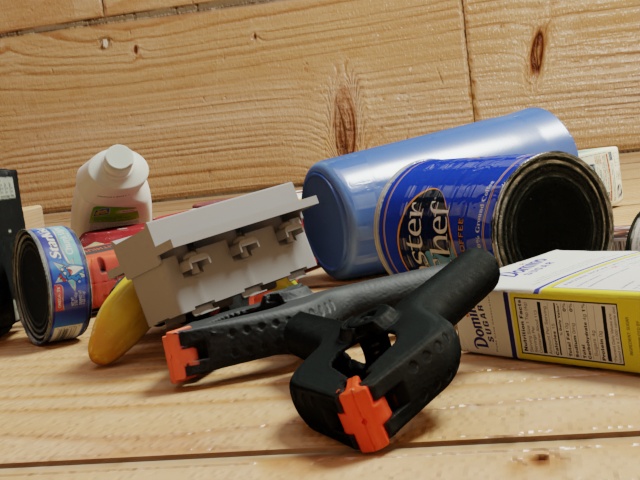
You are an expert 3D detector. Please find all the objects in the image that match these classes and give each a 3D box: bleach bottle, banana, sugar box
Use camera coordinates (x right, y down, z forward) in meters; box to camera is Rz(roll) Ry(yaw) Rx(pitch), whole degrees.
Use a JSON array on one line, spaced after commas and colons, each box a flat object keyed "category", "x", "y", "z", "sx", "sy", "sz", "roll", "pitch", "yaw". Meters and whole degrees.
[{"category": "bleach bottle", "x": -0.233, "y": -0.044, "z": 1.228, "sx": 0.102, "sy": 0.068, "sz": 0.251, "roll": -10, "pitch": -18, "yaw": -19}, {"category": "banana", "x": -0.084, "y": 0.032, "z": 0.738, "sx": 0.197, "sy": 0.070, "sz": 0.037, "roll": -13, "pitch": -27, "yaw": -43}, {"category": "sugar box", "x": 0.161, "y": 0.034, "z": 0.546, "sx": 0.093, "sy": 0.048, "sz": 0.177, "roll": -15, "pitch": 7, "yaw": -35}]

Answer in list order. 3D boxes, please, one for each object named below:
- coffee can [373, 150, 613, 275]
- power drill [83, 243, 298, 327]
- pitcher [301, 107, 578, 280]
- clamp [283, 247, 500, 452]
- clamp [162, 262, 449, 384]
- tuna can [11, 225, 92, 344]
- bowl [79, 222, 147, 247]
[{"category": "coffee can", "x": 0.117, "y": -0.009, "z": 0.745, "sx": 0.102, "sy": 0.103, "sz": 0.141, "roll": -10, "pitch": 6, "yaw": -29}, {"category": "power drill", "x": -0.137, "y": 0.035, "z": 0.852, "sx": 0.188, "sy": 0.057, "sz": 0.184, "roll": 1, "pitch": 7, "yaw": 39}, {"category": "pitcher", "x": 0.105, "y": -0.041, "z": 0.991, "sx": 0.242, "sy": 0.145, "sz": 0.149, "roll": -12, "pitch": -25, "yaw": -23}, {"category": "clamp", "x": 0.019, "y": 0.053, "z": 0.506, "sx": 0.120, "sy": 0.039, "sz": 0.171, "roll": -26, "pitch": 7, "yaw": 22}, {"category": "clamp", "x": -0.007, "y": 0.046, "z": 0.651, "sx": 0.165, "sy": 0.036, "sz": 0.209, "roll": -12, "pitch": 1, "yaw": 34}, {"category": "tuna can", "x": -0.199, "y": 0.032, "z": 0.789, "sx": 0.033, "sy": 0.086, "sz": 0.086, "roll": -8, "pitch": 5, "yaw": -32}, {"category": "bowl", "x": -0.212, "y": 0.013, "z": 1.172, "sx": 0.162, "sy": 0.055, "sz": 0.162, "roll": -7, "pitch": 5, "yaw": 0}]
